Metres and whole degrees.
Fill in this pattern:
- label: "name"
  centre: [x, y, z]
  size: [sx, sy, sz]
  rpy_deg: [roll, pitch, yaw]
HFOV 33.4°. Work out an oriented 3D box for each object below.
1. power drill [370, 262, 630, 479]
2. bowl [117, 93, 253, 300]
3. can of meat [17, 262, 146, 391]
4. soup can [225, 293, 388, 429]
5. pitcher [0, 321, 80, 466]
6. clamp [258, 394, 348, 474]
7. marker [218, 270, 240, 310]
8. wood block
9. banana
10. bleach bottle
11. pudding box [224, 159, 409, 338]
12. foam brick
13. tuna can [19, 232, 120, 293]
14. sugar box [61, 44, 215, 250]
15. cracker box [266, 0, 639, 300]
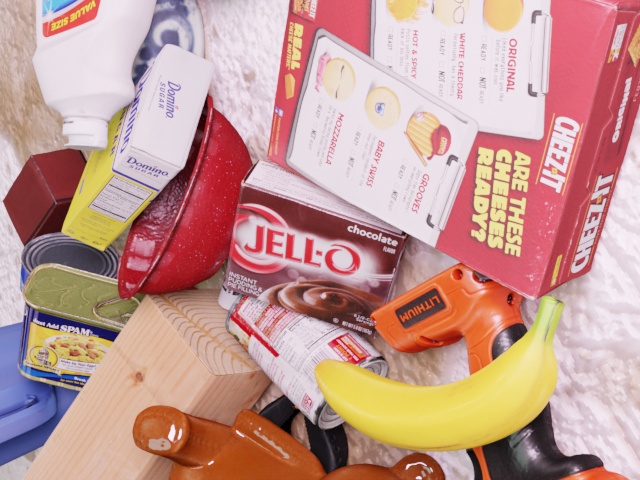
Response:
- label: "power drill"
  centre: [0.094, 0.118, 0.649]
  size: [0.185, 0.057, 0.188]
  rpy_deg: [-35, 67, 44]
- label: "bowl"
  centre: [-0.092, -0.023, 0.779]
  size: [0.162, 0.055, 0.162]
  rpy_deg: [-55, 22, 34]
- label: "can of meat"
  centre: [-0.195, 0.076, 0.875]
  size: [0.102, 0.057, 0.084]
  rpy_deg: [15, 125, -4]
- label: "soup can"
  centre: [-0.010, 0.074, 0.753]
  size: [0.102, 0.068, 0.069]
  rpy_deg: [44, 129, 26]
- label: "pitcher"
  centre: [-0.297, 0.144, 0.933]
  size: [0.149, 0.242, 0.145]
  rpy_deg: [47, 131, 23]
- label: "clamp"
  centre: [-0.030, 0.179, 0.822]
  size: [0.120, 0.039, 0.171]
  rpy_deg: [12, 109, 21]
- label: "marker"
  centre: [-0.055, 0.001, 0.810]
  size: [0.020, 0.020, 0.121]
  rpy_deg: [39, 127, 29]
- label: "wood block"
  centre: [-0.136, 0.145, 0.843]
  size: [0.091, 0.090, 0.206]
  rpy_deg: [47, 113, 25]
- label: "banana"
  centre: [0.065, 0.087, 0.611]
  size: [0.198, 0.037, 0.069]
  rpy_deg: [-21, 55, 45]
- label: "bleach bottle"
  centre: [-0.150, -0.189, 0.749]
  size: [0.103, 0.068, 0.251]
  rpy_deg: [2, 87, 25]
- label: "pudding box"
  centre: [-0.003, 0.006, 0.705]
  size: [0.113, 0.039, 0.090]
  rpy_deg: [17, 129, 5]
- label: "foam brick"
  centre: [-0.240, -0.038, 0.957]
  size: [0.078, 0.052, 0.051]
  rpy_deg: [-44, 72, 42]
- label: "tuna can"
  centre: [-0.219, 0.030, 0.933]
  size: [0.086, 0.085, 0.034]
  rpy_deg: [36, 127, 32]
- label: "sugar box"
  centre: [-0.140, -0.066, 0.800]
  size: [0.176, 0.048, 0.093]
  rpy_deg: [-39, 33, 56]
- label: "cracker box"
  centre: [0.073, -0.088, 0.619]
  size: [0.214, 0.071, 0.164]
  rpy_deg: [29, 122, 34]
